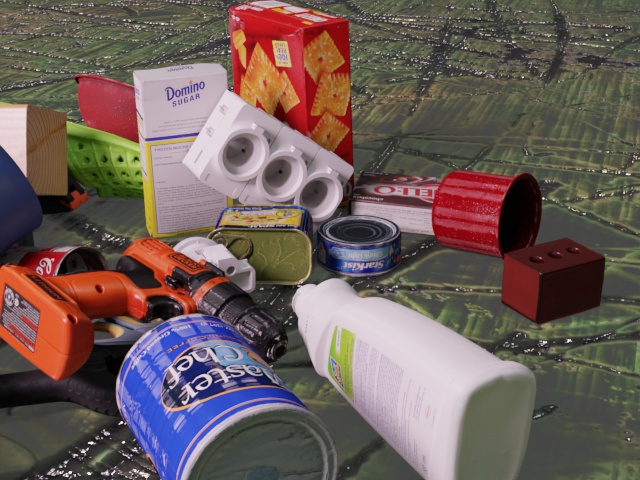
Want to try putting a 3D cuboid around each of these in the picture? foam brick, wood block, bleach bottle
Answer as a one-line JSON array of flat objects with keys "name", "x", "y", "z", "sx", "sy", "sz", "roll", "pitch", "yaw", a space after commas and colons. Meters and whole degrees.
[{"name": "foam brick", "x": 0.211, "y": 0.036, "z": 0.967, "sx": 0.078, "sy": 0.051, "sz": 0.053, "roll": -13, "pitch": 26, "yaw": -28}, {"name": "wood block", "x": -0.376, "y": -0.090, "z": 1.101, "sx": 0.206, "sy": 0.090, "sz": 0.090, "roll": 0, "pitch": 1, "yaw": 13}, {"name": "bleach bottle", "x": 0.050, "y": 0.085, "z": 0.781, "sx": 0.068, "sy": 0.102, "sz": 0.251, "roll": -7, "pitch": 24, "yaw": -28}]

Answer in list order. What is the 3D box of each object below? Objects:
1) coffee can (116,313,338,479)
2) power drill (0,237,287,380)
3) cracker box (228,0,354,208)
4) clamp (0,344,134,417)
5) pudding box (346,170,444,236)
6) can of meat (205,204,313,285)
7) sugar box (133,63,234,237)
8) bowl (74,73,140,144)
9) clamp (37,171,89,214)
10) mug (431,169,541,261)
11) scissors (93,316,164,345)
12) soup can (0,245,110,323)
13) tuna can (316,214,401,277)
[{"name": "coffee can", "x": -0.064, "y": 0.122, "z": 0.695, "sx": 0.102, "sy": 0.103, "sz": 0.140, "roll": -11, "pitch": 25, "yaw": -24}, {"name": "power drill", "x": -0.141, "y": 0.057, "z": 0.827, "sx": 0.185, "sy": 0.057, "sz": 0.187, "roll": 27, "pitch": 21, "yaw": 37}, {"name": "cracker box", "x": -0.035, "y": -0.155, "z": 1.218, "sx": 0.072, "sy": 0.214, "sz": 0.164, "roll": -16, "pitch": 27, "yaw": -29}, {"name": "clamp", "x": -0.179, "y": 0.099, "z": 0.834, "sx": 0.171, "sy": 0.039, "sz": 0.120, "roll": 6, "pitch": 31, "yaw": 0}, {"name": "pudding box", "x": 0.092, "y": -0.041, "z": 1.170, "sx": 0.113, "sy": 0.039, "sz": 0.090, "roll": 4, "pitch": 23, "yaw": 11}, {"name": "can of meat", "x": -0.057, "y": 0.001, "z": 1.047, "sx": 0.102, "sy": 0.057, "sz": 0.084, "roll": 1, "pitch": 21, "yaw": 2}, {"name": "sugar box", "x": -0.142, "y": -0.094, "z": 1.119, "sx": 0.093, "sy": 0.176, "sz": 0.048, "roll": -8, "pitch": 24, "yaw": -17}, {"name": "bowl", "x": -0.214, "y": -0.136, "z": 1.228, "sx": 0.162, "sy": 0.055, "sz": 0.162, "roll": 18, "pitch": -5, "yaw": 1}, {"name": "clamp", "x": -0.351, "y": -0.079, "z": 1.193, "sx": 0.210, "sy": 0.165, "sz": 0.036, "roll": 32, "pitch": 45, "yaw": 13}, {"name": "mug", "x": 0.172, "y": -0.024, "z": 1.082, "sx": 0.082, "sy": 0.093, "sz": 0.117, "roll": 11, "pitch": -6, "yaw": 37}, {"name": "scissors", "x": -0.136, "y": 0.090, "z": 0.884, "sx": 0.096, "sy": 0.016, "sz": 0.202, "roll": -20, "pitch": 29, "yaw": -35}, {"name": "soup can", "x": -0.239, "y": 0.038, "z": 0.921, "sx": 0.102, "sy": 0.068, "sz": 0.068, "roll": 0, "pitch": 19, "yaw": 33}, {"name": "tuna can", "x": 0.039, "y": 0.004, "z": 1.068, "sx": 0.086, "sy": 0.034, "sz": 0.086, "roll": 0, "pitch": 23, "yaw": 0}]
